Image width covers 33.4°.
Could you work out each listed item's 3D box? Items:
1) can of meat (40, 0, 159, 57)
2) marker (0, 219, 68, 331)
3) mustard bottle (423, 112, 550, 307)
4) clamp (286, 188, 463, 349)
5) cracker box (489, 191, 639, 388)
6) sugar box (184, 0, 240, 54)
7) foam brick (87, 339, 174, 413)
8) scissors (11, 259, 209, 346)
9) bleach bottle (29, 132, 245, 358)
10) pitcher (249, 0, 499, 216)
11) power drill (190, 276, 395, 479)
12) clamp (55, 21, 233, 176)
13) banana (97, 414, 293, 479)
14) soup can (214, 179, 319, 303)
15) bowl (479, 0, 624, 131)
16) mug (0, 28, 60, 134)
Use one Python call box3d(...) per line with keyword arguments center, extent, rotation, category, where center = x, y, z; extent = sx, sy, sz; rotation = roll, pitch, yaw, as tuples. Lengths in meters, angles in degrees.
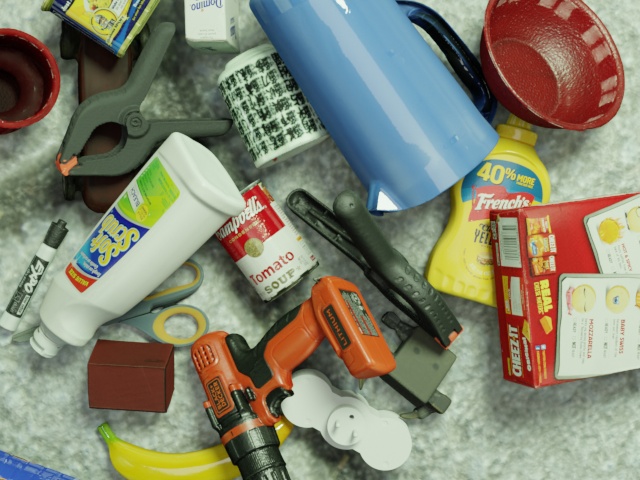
box3d(center=(-0.191, -0.230, 0.973), extent=(0.084, 0.057, 0.102), rotation=(33, 107, -11), category="can of meat")
box3d(center=(-0.284, 0.034, 1.062), extent=(0.020, 0.020, 0.121), rotation=(29, 93, -1), category="marker")
box3d(center=(0.170, -0.035, 1.033), extent=(0.096, 0.058, 0.191), rotation=(15, 93, -1), category="mustard bottle")
box3d(center=(0.055, 0.022, 1.014), extent=(0.036, 0.165, 0.210), rotation=(-47, 112, -9), category="clamp")
box3d(center=(0.270, 0.039, 1.001), extent=(0.213, 0.072, 0.164), rotation=(-8, 94, -19), category="cracker box")
box3d(center=(-0.104, -0.269, 1.007), extent=(0.048, 0.093, 0.176), rotation=(1, 92, 4), category="sugar box")
box3d(center=(-0.184, 0.132, 1.042), extent=(0.078, 0.053, 0.051), rotation=(4, 112, 1), category="foam brick")
box3d(center=(-0.198, 0.089, 1.065), extent=(0.202, 0.016, 0.096), rotation=(-29, 92, 2), category="scissors")
box3d(center=(-0.184, 0.021, 1.002), extent=(0.251, 0.103, 0.068), rotation=(-47, 136, 14), category="bleach bottle")
box3d(center=(0.052, -0.157, 0.980), extent=(0.145, 0.149, 0.243), rotation=(-32, 101, 20), category="pitcher")
box3d(center=(-0.025, 0.135, 0.994), extent=(0.188, 0.057, 0.184), rotation=(-35, 67, 21), category="power drill")
box3d(center=(-0.176, -0.124, 0.998), extent=(0.171, 0.039, 0.120), rotation=(-28, 105, -17), category="clamp")
box3d(center=(-0.124, 0.213, 1.059), extent=(0.198, 0.037, 0.069), rotation=(-3, 95, 1), category="banana")
box3d(center=(-0.057, 0.001, 1.033), extent=(0.068, 0.068, 0.102), rotation=(-36, 93, 2), category="soup can")
box3d(center=(0.207, -0.165, 1.006), extent=(0.161, 0.055, 0.162), rotation=(11, 64, -24), category="bowl")
box3d(center=(-0.309, -0.154, 1.007), extent=(0.093, 0.082, 0.117), rotation=(-46, 106, -22), category="mug")
